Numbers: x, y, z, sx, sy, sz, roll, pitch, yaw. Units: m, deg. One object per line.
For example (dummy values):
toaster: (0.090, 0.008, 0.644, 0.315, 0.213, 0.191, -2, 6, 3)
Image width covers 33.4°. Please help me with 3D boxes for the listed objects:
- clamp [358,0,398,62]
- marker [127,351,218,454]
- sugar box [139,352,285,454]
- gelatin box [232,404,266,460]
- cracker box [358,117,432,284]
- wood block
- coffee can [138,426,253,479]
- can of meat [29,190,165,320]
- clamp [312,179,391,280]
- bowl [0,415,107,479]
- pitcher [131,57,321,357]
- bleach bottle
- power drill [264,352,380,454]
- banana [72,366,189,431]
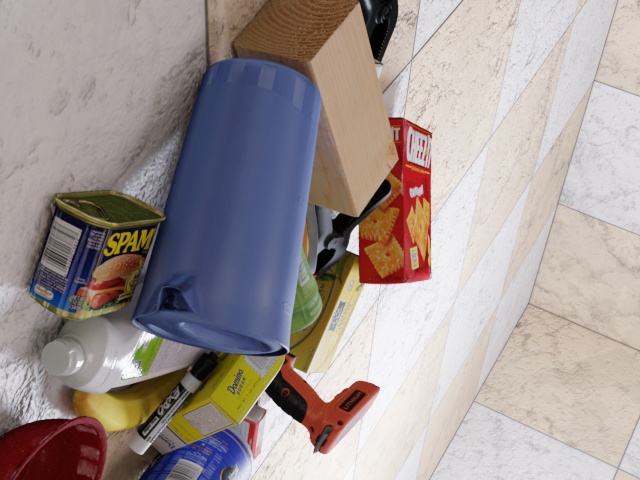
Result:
clamp: (0.068, -0.275, 1.208, 0.164, 0.036, 0.210, -47, 156, -33)
marker: (-0.140, 0.155, 1.027, 0.121, 0.020, 0.020, -50, 162, 3)
sugar box: (-0.114, 0.157, 1.084, 0.177, 0.048, 0.093, -29, -161, 51)
gelatin box: (-0.108, 0.209, 1.231, 0.030, 0.089, 0.073, -48, 155, -47)
cracker box: (0.104, -0.049, 1.429, 0.164, 0.072, 0.214, 4, 87, -72)
wood block: (0.000, -0.132, 1.043, 0.090, 0.090, 0.206, -55, 147, -28)
coffee can: (-0.143, 0.270, 1.150, 0.140, 0.103, 0.103, -54, 161, -61)
can of meat: (-0.177, 0.010, 0.842, 0.084, 0.057, 0.102, -68, 162, 12)
clamp: (0.021, -0.014, 1.334, 0.120, 0.039, 0.172, -8, 143, -29)
bowl: (-0.248, 0.209, 0.888, 0.162, 0.055, 0.162, -54, 158, -33)
pitcher: (-0.068, -0.024, 0.923, 0.149, 0.144, 0.243, -24, -128, 64)
bleach bottle: (-0.160, 0.078, 0.968, 0.250, 0.068, 0.103, -10, 122, -66)
power drill: (-0.027, 0.145, 1.231, 0.184, 0.188, 0.057, -40, 160, -47)
banana: (-0.185, 0.150, 1.028, 0.197, 0.037, 0.070, -17, 122, -67)
